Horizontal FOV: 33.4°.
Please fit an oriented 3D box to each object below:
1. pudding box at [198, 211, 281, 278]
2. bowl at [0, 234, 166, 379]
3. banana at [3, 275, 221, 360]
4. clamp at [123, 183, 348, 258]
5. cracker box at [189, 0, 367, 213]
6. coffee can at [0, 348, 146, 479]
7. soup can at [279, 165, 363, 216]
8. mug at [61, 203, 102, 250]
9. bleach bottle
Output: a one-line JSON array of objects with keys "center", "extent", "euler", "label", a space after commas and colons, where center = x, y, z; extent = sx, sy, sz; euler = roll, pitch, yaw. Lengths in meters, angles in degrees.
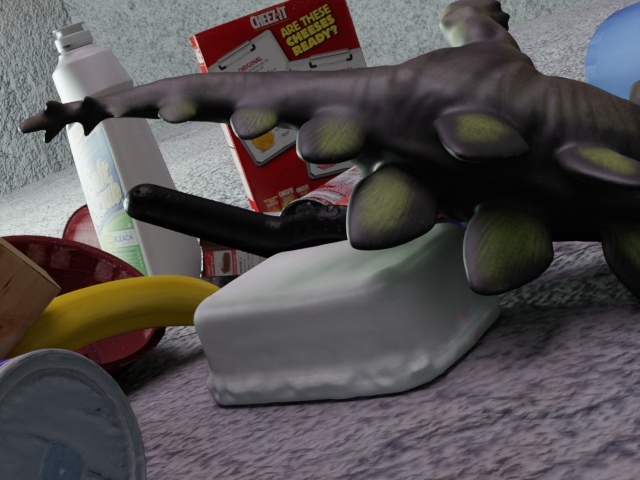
[{"center": [-0.056, 0.001, 0.913], "extent": [0.090, 0.039, 0.113], "euler": [-5, 9, -1], "label": "pudding box"}, {"center": [-0.192, 0.061, 0.753], "extent": [0.162, 0.055, 0.162], "euler": [15, 28, -8], "label": "bowl"}, {"center": [-0.131, 0.050, 0.699], "extent": [0.197, 0.037, 0.070], "euler": [-9, 19, -40], "label": "banana"}, {"center": [-0.016, 0.004, 0.707], "extent": [0.210, 0.164, 0.036], "euler": [-5, 60, 30], "label": "clamp"}, {"center": [-0.026, -0.142, 1.135], "extent": [0.164, 0.213, 0.072], "euler": [-22, 12, -9], "label": "cracker box"}, {"center": [-0.164, 0.109, 0.475], "extent": [0.141, 0.103, 0.102], "euler": [-13, 13, 30], "label": "coffee can"}, {"center": [0.020, -0.017, 0.842], "extent": [0.069, 0.068, 0.102], "euler": [-11, 14, 36], "label": "soup can"}, {"center": [-0.198, 0.014, 1.037], "extent": [0.082, 0.093, 0.117], "euler": [-3, 42, 42], "label": "mug"}, {"center": [-0.178, -0.065, 0.937], "extent": [0.067, 0.251, 0.103], "euler": [-28, 14, -37], "label": "bleach bottle"}]
